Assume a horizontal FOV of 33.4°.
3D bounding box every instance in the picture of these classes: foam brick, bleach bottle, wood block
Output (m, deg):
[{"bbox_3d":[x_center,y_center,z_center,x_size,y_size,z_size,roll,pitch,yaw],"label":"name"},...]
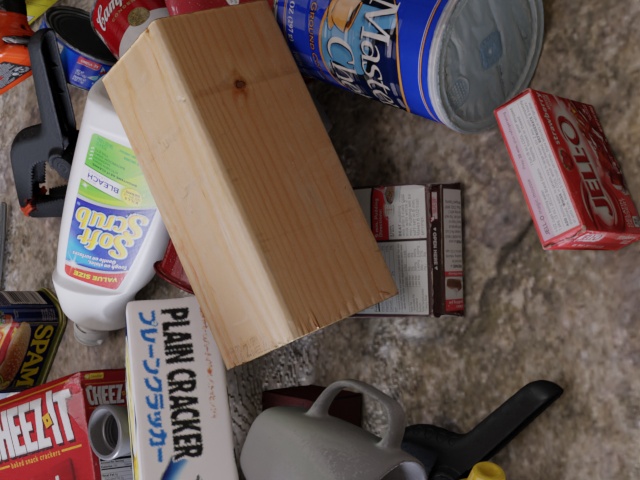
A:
[{"bbox_3d":[-0.007,0.144,0.748,0.053,0.051,0.078,4,91,41],"label":"foam brick"},{"bbox_3d":[-0.158,-0.008,0.859,0.102,0.068,0.251,24,126,4],"label":"bleach bottle"},{"bbox_3d":[-0.046,-0.036,0.678,0.090,0.090,0.206,-30,82,53],"label":"wood block"}]

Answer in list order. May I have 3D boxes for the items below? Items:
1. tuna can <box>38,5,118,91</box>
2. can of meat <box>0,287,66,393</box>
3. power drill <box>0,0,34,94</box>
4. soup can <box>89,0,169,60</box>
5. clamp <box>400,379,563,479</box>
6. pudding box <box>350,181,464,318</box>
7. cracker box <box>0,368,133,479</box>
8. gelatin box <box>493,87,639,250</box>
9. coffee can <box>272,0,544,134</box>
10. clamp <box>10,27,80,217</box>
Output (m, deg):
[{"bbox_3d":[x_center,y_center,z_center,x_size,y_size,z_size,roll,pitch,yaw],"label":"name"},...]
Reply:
[{"bbox_3d":[-0.201,-0.163,0.912,0.086,0.085,0.034,51,121,31],"label":"tuna can"},{"bbox_3d":[-0.295,0.094,0.985,0.058,0.083,0.102,38,112,36],"label":"can of meat"},{"bbox_3d":[-0.322,-0.228,0.981,0.185,0.057,0.187,-21,77,37],"label":"power drill"},{"bbox_3d":[-0.134,-0.160,0.864,0.102,0.068,0.069,50,119,31],"label":"soup can"},{"bbox_3d":[0.093,0.162,0.668,0.172,0.039,0.120,-24,72,41],"label":"clamp"},{"bbox_3d":[0.041,0.008,0.720,0.114,0.039,0.090,-2,89,44],"label":"pudding box"},{"bbox_3d":[-0.216,0.231,0.917,0.164,0.071,0.214,-22,73,39],"label":"cracker box"},{"bbox_3d":[0.143,-0.038,0.608,0.030,0.073,0.089,-31,68,37],"label":"gelatin box"},{"bbox_3d":[0.054,-0.135,0.673,0.140,0.102,0.103,26,105,40],"label":"coffee can"},{"bbox_3d":[-0.217,-0.082,0.911,0.164,0.036,0.210,46,137,-17],"label":"clamp"}]
